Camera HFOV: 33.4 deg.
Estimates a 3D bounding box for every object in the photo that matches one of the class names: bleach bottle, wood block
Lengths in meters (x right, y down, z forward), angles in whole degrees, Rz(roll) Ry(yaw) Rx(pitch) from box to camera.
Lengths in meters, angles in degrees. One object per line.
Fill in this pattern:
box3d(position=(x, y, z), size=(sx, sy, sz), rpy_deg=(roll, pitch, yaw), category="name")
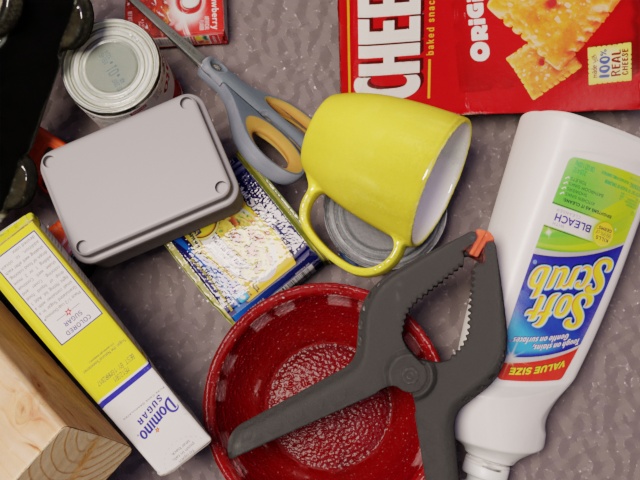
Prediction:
box3d(position=(0.149, 0.046, 0.715), size=(0.102, 0.068, 0.251), rpy_deg=(16, 89, -22), category="bleach bottle")
box3d(position=(-0.222, 0.081, 0.640), size=(0.206, 0.090, 0.091), rpy_deg=(41, 87, 24), category="wood block")

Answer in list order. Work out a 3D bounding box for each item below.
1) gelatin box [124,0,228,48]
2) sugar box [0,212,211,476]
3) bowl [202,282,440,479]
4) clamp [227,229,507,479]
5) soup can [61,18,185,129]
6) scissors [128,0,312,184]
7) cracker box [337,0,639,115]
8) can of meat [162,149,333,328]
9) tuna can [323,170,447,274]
box3d(position=(-0.107, -0.189, 0.789), size=(0.073, 0.030, 0.089), rpy_deg=(-3, 81, 2), category="gelatin box")
box3d(position=(-0.145, 0.064, 0.676), size=(0.048, 0.093, 0.176), rpy_deg=(-37, 103, -11), category="sugar box")
box3d(position=(0.005, 0.111, 0.720), size=(0.162, 0.055, 0.162), rpy_deg=(-1, 80, 3), category="bowl")
box3d(position=(0.063, 0.094, 0.667), size=(0.164, 0.036, 0.210), rpy_deg=(35, 90, 7), category="clamp")
box3d(position=(-0.134, -0.105, 0.740), size=(0.068, 0.102, 0.068), rpy_deg=(-1, 80, 3), category="soup can")
box3d(position=(-0.073, -0.104, 0.735), size=(0.201, 0.096, 0.016), rpy_deg=(34, 122, -9), category="scissors")
box3d(position=(0.117, -0.170, 0.711), size=(0.213, 0.072, 0.164), rpy_deg=(-1, 120, 2), category="cracker box")
box3d(position=(-0.055, 0.001, 0.741), size=(0.084, 0.057, 0.102), rpy_deg=(-39, 81, -2), category="can of meat")
box3d(position=(0.045, -0.019, 0.750), size=(0.086, 0.034, 0.086), rpy_deg=(-1, 81, 3), category="tuna can")
